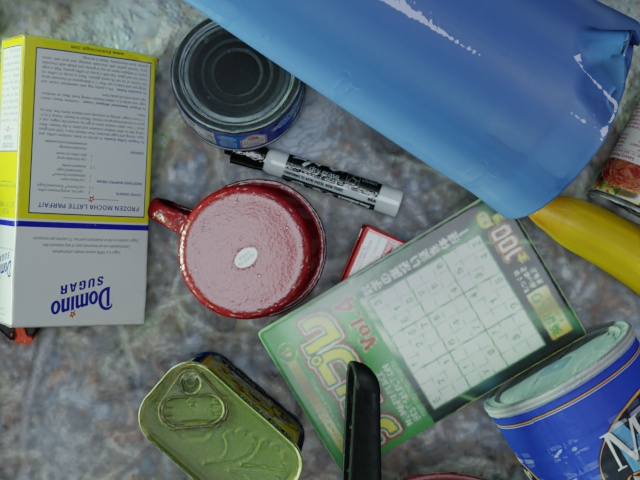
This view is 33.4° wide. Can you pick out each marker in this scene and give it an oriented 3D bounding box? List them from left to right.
[{"bbox_3d":[-0.005,-0.043,0.700,0.121,0.020,0.020,18,92,2],"label":"marker"}]

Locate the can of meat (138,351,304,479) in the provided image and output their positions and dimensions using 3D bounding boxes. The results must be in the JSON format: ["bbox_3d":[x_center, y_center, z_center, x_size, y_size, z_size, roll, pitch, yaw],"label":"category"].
[{"bbox_3d":[-0.058,0.118,0.675,0.102,0.084,0.057,41,93,1],"label":"can of meat"}]

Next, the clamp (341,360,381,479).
[{"bbox_3d":[0.018,0.184,0.624,0.164,0.036,0.210,-42,101,2],"label":"clamp"}]

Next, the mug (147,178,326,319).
[{"bbox_3d":[-0.054,0.001,0.672,0.117,0.081,0.093,26,93,2],"label":"mug"}]

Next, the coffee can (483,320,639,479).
[{"bbox_3d":[0.180,0.135,0.655,0.103,0.103,0.140,-31,90,3],"label":"coffee can"}]

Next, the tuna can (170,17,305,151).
[{"bbox_3d":[-0.052,-0.103,0.683,0.086,0.034,0.086,0,77,0],"label":"tuna can"}]

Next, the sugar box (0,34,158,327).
[{"bbox_3d":[-0.156,-0.035,0.675,0.093,0.048,0.176,3,94,-37],"label":"sugar box"}]

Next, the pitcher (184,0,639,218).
[{"bbox_3d":[0.040,-0.121,0.600,0.242,0.145,0.149,29,113,-12],"label":"pitcher"}]

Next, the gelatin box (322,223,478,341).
[{"bbox_3d":[0.054,0.039,0.695,0.089,0.030,0.073,23,94,1],"label":"gelatin box"}]
